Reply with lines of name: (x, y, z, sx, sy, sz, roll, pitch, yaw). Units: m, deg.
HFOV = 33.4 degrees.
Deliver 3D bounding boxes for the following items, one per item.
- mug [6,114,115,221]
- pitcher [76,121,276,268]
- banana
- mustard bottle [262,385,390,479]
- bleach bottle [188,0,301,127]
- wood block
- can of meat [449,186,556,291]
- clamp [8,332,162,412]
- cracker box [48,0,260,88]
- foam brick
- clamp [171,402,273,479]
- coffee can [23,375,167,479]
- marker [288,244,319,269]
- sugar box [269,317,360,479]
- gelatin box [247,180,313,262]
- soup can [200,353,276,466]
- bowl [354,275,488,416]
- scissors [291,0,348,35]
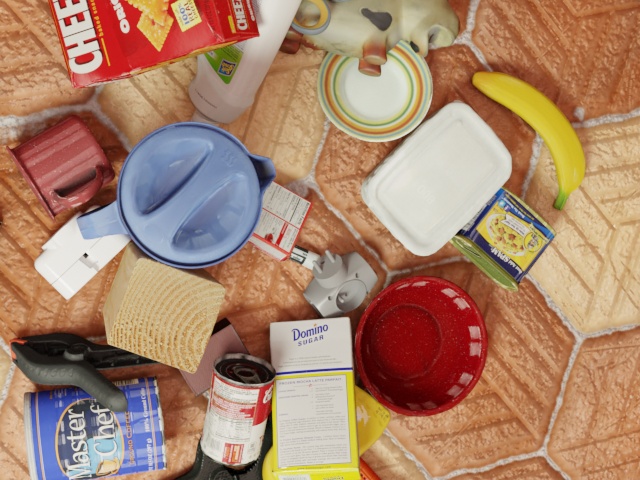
mug: (-0.265, -0.074, 1.116, 0.081, 0.117, 0.093, -33, 131, -13)
pitcher: (-0.150, -0.047, 1.072, 0.149, 0.243, 0.145, 25, 88, -13)
banana: (0.258, -0.131, 1.258, 0.069, 0.037, 0.198, -38, 101, -8)
mustard bottle: (-0.009, 0.248, 1.192, 0.096, 0.058, 0.191, 34, 70, 3)
bleach bottle: (-0.086, -0.224, 1.121, 0.067, 0.103, 0.251, -14, 141, -47)
wood block: (-0.165, 0.063, 1.096, 0.090, 0.206, 0.090, 20, 90, -13)
can of meat: (0.213, -0.005, 1.249, 0.102, 0.057, 0.084, 40, 83, -13)
clamp: (-0.248, 0.128, 1.143, 0.172, 0.120, 0.039, 16, 113, 21)
cracker box: (-0.180, -0.256, 1.075, 0.214, 0.072, 0.164, -10, 98, 34)
foam brick: (-0.122, 0.130, 1.189, 0.078, 0.053, 0.051, -31, 100, -8)
clamp: (-0.105, 0.280, 1.211, 0.164, 0.036, 0.210, 40, 83, -11)
coffee can: (-0.241, 0.205, 1.144, 0.140, 0.103, 0.103, -6, 95, -12)
marker: (-0.058, 0.001, 1.210, 0.121, 0.020, 0.020, 24, 89, -13)
sugar box: (-0.007, 0.174, 1.169, 0.093, 0.048, 0.176, -4, 59, 4)
gelatin box: (-0.062, -0.029, 1.190, 0.089, 0.030, 0.073, 30, 63, -13)
soup can: (-0.089, 0.182, 1.147, 0.068, 0.068, 0.102, 7, 110, -13)
bowl: (0.109, 0.119, 1.233, 0.162, 0.055, 0.162, 0, 91, -15)
scissors: (-0.056, -0.278, 1.142, 0.202, 0.016, 0.096, 16, 79, 16)
